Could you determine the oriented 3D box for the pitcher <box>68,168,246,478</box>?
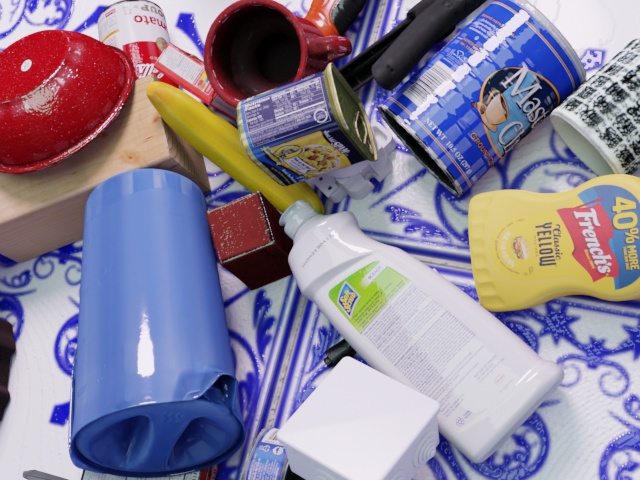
[{"bbox_3d":[-0.147,0.068,0.887,0.149,0.145,0.243,-7,55,-4],"label":"pitcher"}]

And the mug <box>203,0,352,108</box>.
[{"bbox_3d":[-0.030,-0.156,0.903,0.117,0.081,0.093,-9,91,21],"label":"mug"}]

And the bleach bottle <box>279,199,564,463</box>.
[{"bbox_3d":[0.067,0.054,0.846,0.102,0.068,0.251,-46,72,2],"label":"bleach bottle"}]

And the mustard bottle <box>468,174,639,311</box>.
[{"bbox_3d":[0.213,0.000,0.817,0.192,0.058,0.096,-7,85,26],"label":"mustard bottle"}]

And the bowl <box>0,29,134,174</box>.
[{"bbox_3d":[-0.249,-0.136,0.948,0.162,0.055,0.162,-15,47,16],"label":"bowl"}]

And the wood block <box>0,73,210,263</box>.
[{"bbox_3d":[-0.220,-0.063,0.989,0.206,0.090,0.090,-20,67,12],"label":"wood block"}]

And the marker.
[{"bbox_3d":[0.053,0.067,0.890,0.121,0.020,0.020,-38,64,4],"label":"marker"}]

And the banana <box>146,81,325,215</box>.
[{"bbox_3d":[-0.067,-0.074,0.934,0.198,0.070,0.037,36,78,-1],"label":"banana"}]

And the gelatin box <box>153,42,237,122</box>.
[{"bbox_3d":[-0.099,-0.140,0.973,0.073,0.089,0.030,36,96,25],"label":"gelatin box"}]

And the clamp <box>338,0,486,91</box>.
[{"bbox_3d":[0.094,-0.185,0.911,0.210,0.165,0.036,-40,104,-6],"label":"clamp"}]

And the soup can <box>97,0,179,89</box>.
[{"bbox_3d":[-0.174,-0.171,1.022,0.068,0.068,0.102,-19,67,12],"label":"soup can"}]

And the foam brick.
[{"bbox_3d":[-0.056,0.001,0.918,0.053,0.078,0.051,-21,66,8],"label":"foam brick"}]

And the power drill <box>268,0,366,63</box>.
[{"bbox_3d":[0.000,-0.258,0.997,0.185,0.057,0.187,34,86,25],"label":"power drill"}]

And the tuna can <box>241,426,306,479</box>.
[{"bbox_3d":[-0.032,0.192,0.840,0.034,0.086,0.086,7,74,19],"label":"tuna can"}]

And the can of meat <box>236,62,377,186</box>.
[{"bbox_3d":[-0.010,-0.088,0.855,0.084,0.102,0.057,-18,68,15],"label":"can of meat"}]

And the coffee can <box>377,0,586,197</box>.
[{"bbox_3d":[0.132,-0.120,0.880,0.140,0.102,0.103,-43,64,1],"label":"coffee can"}]
